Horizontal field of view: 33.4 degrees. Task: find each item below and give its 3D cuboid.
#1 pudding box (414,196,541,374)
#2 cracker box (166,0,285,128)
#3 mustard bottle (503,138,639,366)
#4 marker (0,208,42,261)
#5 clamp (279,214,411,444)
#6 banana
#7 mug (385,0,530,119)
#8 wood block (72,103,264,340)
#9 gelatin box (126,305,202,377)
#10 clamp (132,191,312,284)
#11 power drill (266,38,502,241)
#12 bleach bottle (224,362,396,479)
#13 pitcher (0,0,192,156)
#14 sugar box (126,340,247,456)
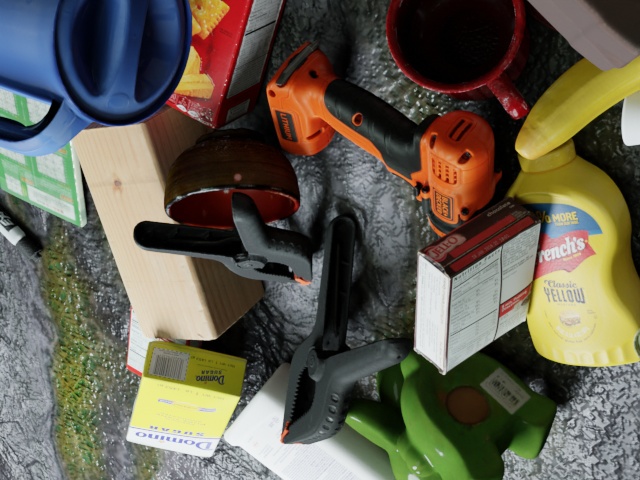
[{"bbox_3d":[0.114,0.034,0.785,0.039,0.090,0.113,42,150,37],"label":"pudding box"},{"bbox_3d":[-0.110,-0.219,0.850,0.164,0.072,0.214,31,127,15],"label":"cracker box"},{"bbox_3d":[0.186,-0.001,0.797,0.096,0.058,0.191,0,115,45],"label":"mustard bottle"},{"bbox_3d":[-0.342,-0.022,1.138,0.121,0.020,0.020,45,130,2],"label":"marker"},{"bbox_3d":[0.008,0.094,0.919,0.036,0.164,0.210,7,133,-23],"label":"clamp"},{"bbox_3d":[0.219,-0.110,0.696,0.198,0.069,0.037,-15,151,18],"label":"banana"},{"bbox_3d":[0.107,-0.133,0.737,0.093,0.081,0.117,-39,77,13],"label":"mug"},{"bbox_3d":[-0.135,-0.021,0.965,0.091,0.090,0.206,-1,115,33],"label":"wood block"},{"bbox_3d":[-0.159,0.108,1.091,0.073,0.030,0.089,25,126,20],"label":"gelatin box"},{"bbox_3d":[-0.056,0.001,0.890,0.120,0.171,0.039,-12,70,44],"label":"clamp"},{"bbox_3d":[0.053,-0.063,0.822,0.188,0.057,0.184,30,157,22],"label":"power drill"},{"bbox_3d":[0.032,0.231,1.022,0.251,0.068,0.103,40,132,3],"label":"bleach bottle"},{"bbox_3d":[-0.232,-0.164,0.823,0.243,0.149,0.145,16,119,35],"label":"pitcher"},{"bbox_3d":[-0.134,0.158,1.039,0.093,0.048,0.176,13,146,-7],"label":"sugar box"}]
